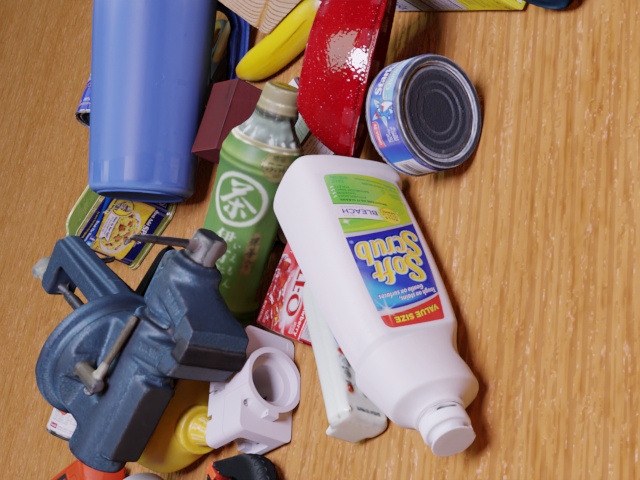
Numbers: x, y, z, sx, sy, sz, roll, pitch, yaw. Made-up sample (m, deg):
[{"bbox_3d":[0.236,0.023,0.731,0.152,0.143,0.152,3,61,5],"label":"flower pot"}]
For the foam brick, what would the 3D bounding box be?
[{"bbox_3d":[-0.085,-0.115,1.067,0.053,0.051,0.078,2,71,56],"label":"foam brick"}]

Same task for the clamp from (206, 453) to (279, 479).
[{"bbox_3d":[-0.051,0.220,0.799,0.120,0.039,0.172,-64,25,-5],"label":"clamp"}]

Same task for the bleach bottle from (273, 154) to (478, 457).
[{"bbox_3d":[0.048,0.041,0.730,0.068,0.102,0.251,-63,34,32],"label":"bleach bottle"}]

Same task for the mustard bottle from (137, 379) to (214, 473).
[{"bbox_3d":[-0.139,0.157,0.955,0.192,0.058,0.096,4,62,57],"label":"mustard bottle"}]

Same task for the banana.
[{"bbox_3d":[-0.023,-0.213,1.059,0.198,0.037,0.069,-43,20,31],"label":"banana"}]

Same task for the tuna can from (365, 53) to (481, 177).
[{"bbox_3d":[0.076,-0.091,0.772,0.034,0.086,0.086,-8,62,53],"label":"tuna can"}]

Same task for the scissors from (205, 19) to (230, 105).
[{"bbox_3d":[-0.135,-0.175,1.218,0.202,0.016,0.096,-63,29,5],"label":"scissors"}]

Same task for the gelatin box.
[{"bbox_3d":[-0.010,0.037,0.868,0.073,0.030,0.089,15,83,58],"label":"gelatin box"}]

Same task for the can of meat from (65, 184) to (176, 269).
[{"bbox_3d":[-0.223,-0.028,1.184,0.102,0.083,0.057,-53,33,21],"label":"can of meat"}]

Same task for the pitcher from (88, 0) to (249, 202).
[{"bbox_3d":[-0.167,-0.164,1.105,0.149,0.145,0.243,2,85,14],"label":"pitcher"}]

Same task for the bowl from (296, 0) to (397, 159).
[{"bbox_3d":[0.019,-0.139,0.841,0.162,0.055,0.162,15,-91,-85],"label":"bowl"}]
